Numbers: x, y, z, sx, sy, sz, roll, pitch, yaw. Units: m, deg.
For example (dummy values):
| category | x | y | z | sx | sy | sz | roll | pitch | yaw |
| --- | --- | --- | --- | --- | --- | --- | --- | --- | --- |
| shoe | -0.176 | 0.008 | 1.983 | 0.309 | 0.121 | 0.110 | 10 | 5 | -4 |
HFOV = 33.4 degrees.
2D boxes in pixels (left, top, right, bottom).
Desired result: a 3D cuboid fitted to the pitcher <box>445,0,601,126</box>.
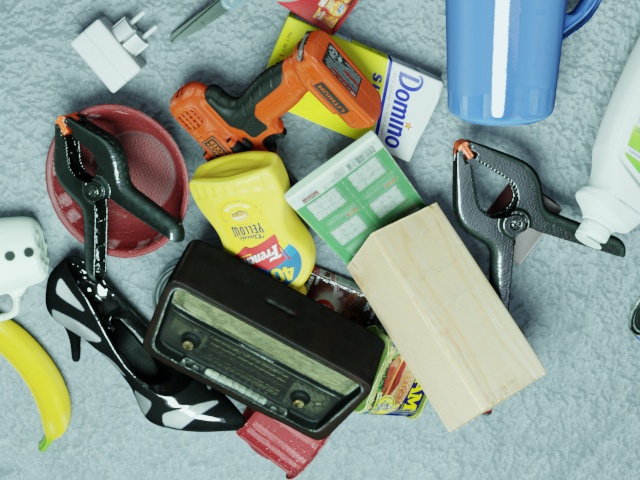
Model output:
| category | x | y | z | sx | sy | sz | roll | pitch | yaw |
| --- | --- | --- | --- | --- | --- | --- | --- | --- | --- |
| pitcher | 0.193 | -0.242 | 1.051 | 0.149 | 0.144 | 0.243 | 11 | 113 | 31 |

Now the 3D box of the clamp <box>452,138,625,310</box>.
| category | x | y | z | sx | sy | sz | roll | pitch | yaw |
| --- | --- | --- | --- | --- | --- | --- | --- | --- | --- |
| clamp | 0.193 | -0.010 | 1.102 | 0.164 | 0.036 | 0.210 | -42 | 102 | 5 |

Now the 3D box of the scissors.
| category | x | y | z | sx | sy | sz | roll | pitch | yaw |
| --- | --- | --- | --- | --- | --- | --- | --- | --- | --- |
| scissors | -0.090 | -0.253 | 1.037 | 0.202 | 0.016 | 0.096 | -9 | 130 | 30 |

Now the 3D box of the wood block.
| category | x | y | z | sx | sy | sz | roll | pitch | yaw |
| --- | --- | --- | --- | --- | --- | --- | --- | --- | --- |
| wood block | 0.127 | 0.079 | 1.099 | 0.090 | 0.091 | 0.206 | -25 | 75 | -24 |

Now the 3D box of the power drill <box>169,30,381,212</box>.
| category | x | y | z | sx | sy | sz | roll | pitch | yaw |
| --- | --- | --- | --- | --- | --- | --- | --- | --- | --- |
| power drill | -0.033 | -0.113 | 1.072 | 0.188 | 0.057 | 0.184 | -26 | 123 | 33 |

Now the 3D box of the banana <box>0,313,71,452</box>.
| category | x | y | z | sx | sy | sz | roll | pitch | yaw |
| --- | --- | --- | --- | --- | --- | --- | --- | --- | --- |
| banana | -0.330 | 0.148 | 1.192 | 0.069 | 0.037 | 0.198 | -23 | 105 | 4 |

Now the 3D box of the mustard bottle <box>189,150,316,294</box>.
| category | x | y | z | sx | sy | sz | roll | pitch | yaw |
| --- | --- | --- | --- | --- | --- | --- | --- | --- | --- |
| mustard bottle | -0.057 | 0.002 | 1.099 | 0.096 | 0.058 | 0.191 | -9 | 125 | 20 |

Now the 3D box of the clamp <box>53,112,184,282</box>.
| category | x | y | z | sx | sy | sz | roll | pitch | yaw |
| --- | --- | --- | --- | --- | --- | --- | --- | --- | --- |
| clamp | -0.224 | -0.043 | 1.075 | 0.120 | 0.039 | 0.171 | -34 | 87 | 17 |

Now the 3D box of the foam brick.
| category | x | y | z | sx | sy | sz | roll | pitch | yaw |
| --- | --- | --- | --- | --- | --- | --- | --- | --- | --- |
| foam brick | 0.211 | -0.022 | 1.147 | 0.053 | 0.051 | 0.078 | 32 | 103 | -9 |

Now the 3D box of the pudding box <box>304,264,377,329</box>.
| category | x | y | z | sx | sy | sz | roll | pitch | yaw |
| --- | --- | --- | --- | --- | --- | --- | --- | --- | --- |
| pudding box | 0.007 | 0.093 | 1.182 | 0.090 | 0.039 | 0.113 | 22 | 104 | -6 |

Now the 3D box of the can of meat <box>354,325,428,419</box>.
| category | x | y | z | sx | sy | sz | roll | pitch | yaw |
| --- | --- | --- | --- | --- | --- | --- | --- | --- | --- |
| can of meat | 0.078 | 0.144 | 1.170 | 0.083 | 0.058 | 0.102 | 10 | 109 | -37 |

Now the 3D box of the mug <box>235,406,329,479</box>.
| category | x | y | z | sx | sy | sz | roll | pitch | yaw |
| --- | --- | --- | --- | --- | --- | --- | --- | --- | --- |
| mug | -0.046 | 0.210 | 1.197 | 0.081 | 0.093 | 0.117 | 38 | 138 | -6 |

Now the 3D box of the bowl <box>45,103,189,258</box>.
| category | x | y | z | sx | sy | sz | roll | pitch | yaw |
| --- | --- | --- | --- | --- | --- | --- | --- | --- | --- |
| bowl | -0.202 | -0.066 | 1.113 | 0.162 | 0.055 | 0.162 | 5 | 107 | 15 |

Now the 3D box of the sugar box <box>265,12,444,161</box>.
| category | x | y | z | sx | sy | sz | roll | pitch | yaw |
| --- | --- | --- | --- | --- | --- | --- | --- | --- | --- |
| sugar box | 0.031 | -0.158 | 1.108 | 0.176 | 0.048 | 0.093 | 22 | 107 | -5 |
